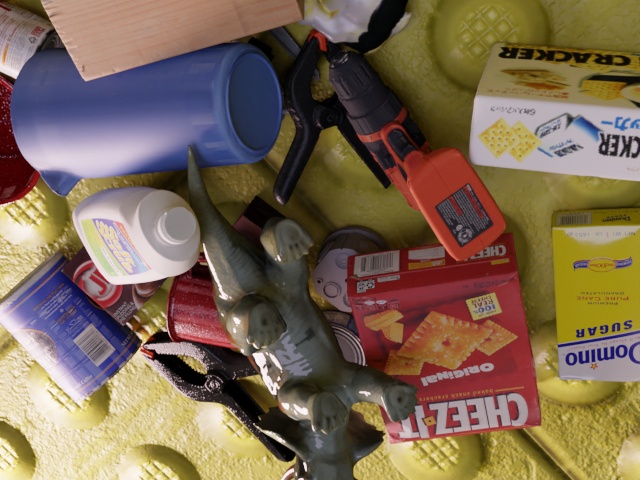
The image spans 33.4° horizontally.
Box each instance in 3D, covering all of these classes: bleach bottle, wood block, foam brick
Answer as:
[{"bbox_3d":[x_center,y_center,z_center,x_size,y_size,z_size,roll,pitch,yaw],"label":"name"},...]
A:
[{"bbox_3d":[-0.168,-0.012,1.002,0.102,0.068,0.251,63,158,-6],"label":"bleach bottle"},{"bbox_3d":[-0.124,-0.222,0.930,0.206,0.090,0.091,-13,131,12],"label":"wood block"},{"bbox_3d":[-0.057,0.001,1.114,0.078,0.053,0.051,36,120,-5],"label":"foam brick"}]

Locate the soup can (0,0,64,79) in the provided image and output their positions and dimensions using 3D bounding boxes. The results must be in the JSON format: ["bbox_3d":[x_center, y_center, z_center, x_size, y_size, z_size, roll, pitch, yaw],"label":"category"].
[{"bbox_3d":[-0.319,-0.205,1.076,0.102,0.068,0.069,25,120,2],"label":"soup can"}]

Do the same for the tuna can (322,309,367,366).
[{"bbox_3d":[0.014,0.119,1.164,0.086,0.033,0.086,7,117,13],"label":"tuna can"}]

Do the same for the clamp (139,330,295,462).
[{"bbox_3d":[-0.104,0.146,1.193,0.210,0.036,0.165,26,127,12],"label":"clamp"}]

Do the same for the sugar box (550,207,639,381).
[{"bbox_3d":[0.278,0.056,1.050,0.093,0.048,0.176,-2,114,17],"label":"sugar box"}]

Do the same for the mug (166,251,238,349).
[{"bbox_3d":[-0.108,0.061,1.129,0.081,0.093,0.117,9,127,16],"label":"mug"}]

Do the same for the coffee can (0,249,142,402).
[{"bbox_3d":[-0.284,0.096,1.197,0.103,0.102,0.140,-35,103,27],"label":"coffee can"}]

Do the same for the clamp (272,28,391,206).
[{"bbox_3d":[0.016,-0.117,1.034,0.120,0.039,0.171,-3,111,-19],"label":"clamp"}]

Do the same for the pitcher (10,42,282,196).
[{"bbox_3d":[-0.160,-0.134,1.007,0.243,0.144,0.149,1,120,30],"label":"pitcher"}]

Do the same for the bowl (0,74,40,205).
[{"bbox_3d":[-0.356,-0.119,1.136,0.162,0.055,0.162,7,118,13],"label":"bowl"}]

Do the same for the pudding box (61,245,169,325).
[{"bbox_3d":[-0.208,0.021,1.153,0.090,0.039,0.113,42,94,-8],"label":"pudding box"}]

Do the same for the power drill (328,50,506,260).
[{"bbox_3d":[0.083,-0.076,0.951,0.057,0.188,0.184,-37,120,4],"label":"power drill"}]

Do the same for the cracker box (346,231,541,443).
[{"bbox_3d":[0.127,0.104,1.066,0.164,0.072,0.213,-9,126,11],"label":"cracker box"}]
